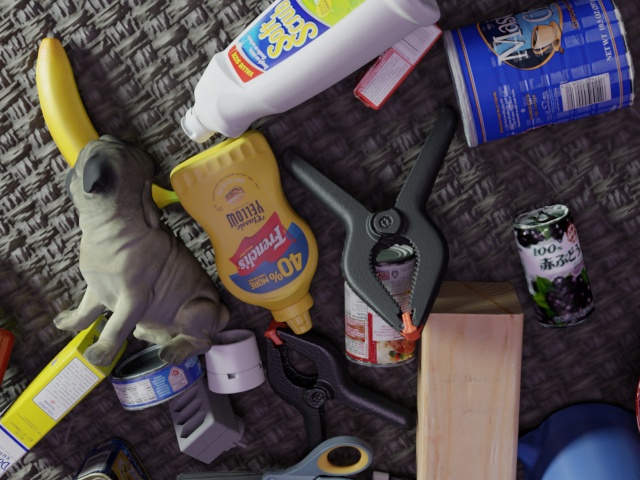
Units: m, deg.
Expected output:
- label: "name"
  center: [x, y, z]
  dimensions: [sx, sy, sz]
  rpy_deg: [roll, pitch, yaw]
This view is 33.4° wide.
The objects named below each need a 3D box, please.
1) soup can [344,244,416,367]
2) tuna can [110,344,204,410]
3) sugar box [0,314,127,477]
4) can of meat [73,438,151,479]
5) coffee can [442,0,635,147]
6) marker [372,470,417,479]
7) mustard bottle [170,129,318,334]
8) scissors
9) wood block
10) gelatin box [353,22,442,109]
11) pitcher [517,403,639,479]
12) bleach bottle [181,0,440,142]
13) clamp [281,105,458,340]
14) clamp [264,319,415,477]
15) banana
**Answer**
- label: "soup can"
  center: [0.056, 0.058, 0.995]
  dimensions: [0.068, 0.068, 0.102]
  rpy_deg: [0, 106, 4]
- label: "tuna can"
  center: [-0.156, 0.127, 1.022]
  dimensions: [0.086, 0.086, 0.034]
  rpy_deg: [-18, 103, 9]
- label: "sugar box"
  center: [-0.267, 0.155, 1.034]
  dimensions: [0.176, 0.093, 0.048]
  rpy_deg: [-41, 100, 14]
- label: "can of meat"
  center: [-0.204, 0.259, 1.066]
  dimensions: [0.057, 0.084, 0.102]
  rpy_deg: [-25, 104, 11]
- label: "coffee can"
  center: [0.183, -0.146, 0.906]
  dimensions: [0.140, 0.102, 0.103]
  rpy_deg: [-14, 105, 8]
- label: "marker"
  center: [0.112, 0.250, 1.075]
  dimensions: [0.121, 0.020, 0.020]
  rpy_deg: [8, 107, 2]
- label: "mustard bottle"
  center: [-0.056, 0.001, 0.989]
  dimensions: [0.096, 0.058, 0.191]
  rpy_deg: [-27, 104, -2]
- label: "scissors"
  center: [-0.035, 0.220, 1.048]
  dimensions: [0.201, 0.016, 0.096]
  rpy_deg: [14, 114, -3]
- label: "wood block"
  center: [0.138, 0.150, 1.006]
  dimensions: [0.090, 0.091, 0.206]
  rpy_deg: [0, 107, 3]
- label: "gelatin box"
  center: [0.065, -0.160, 0.925]
  dimensions: [0.030, 0.073, 0.089]
  rpy_deg: [38, 106, -8]
- label: "pitcher"
  center: [0.270, 0.260, 0.950]
  dimensions: [0.149, 0.242, 0.145]
  rpy_deg: [-23, 106, 11]
- label: "bleach bottle"
  center: [-0.022, -0.157, 0.908]
  dimensions: [0.251, 0.102, 0.068]
  rpy_deg: [-35, 144, 27]
- label: "clamp"
  center: [0.068, -0.018, 0.940]
  dimensions: [0.164, 0.036, 0.210]
  rpy_deg: [-21, 67, 6]
- label: "clamp"
  center: [0.012, 0.145, 1.040]
  dimensions: [0.120, 0.039, 0.171]
  rpy_deg: [-26, 108, 11]
- label: "banana"
  center: [-0.207, -0.092, 0.987]
  dimensions: [0.069, 0.037, 0.197]
  rpy_deg: [-43, 103, -10]
